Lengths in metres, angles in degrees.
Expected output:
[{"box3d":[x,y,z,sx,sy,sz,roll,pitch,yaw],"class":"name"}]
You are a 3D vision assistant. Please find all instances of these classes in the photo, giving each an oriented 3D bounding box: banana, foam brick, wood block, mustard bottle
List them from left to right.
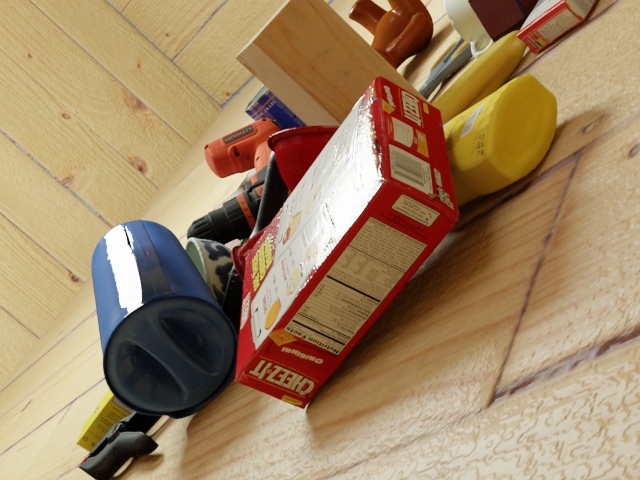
[{"box3d":[0.020,-0.167,1.157,0.090,0.206,0.091,-50,12,-12],"class":"wood block"},{"box3d":[0.108,-0.062,0.880,0.192,0.058,0.096,-28,29,57],"class":"mustard bottle"},{"box3d":[0.136,-0.137,1.068,0.198,0.037,0.069,-45,12,14],"class":"banana"},{"box3d":[0.201,-0.247,1.095,0.078,0.051,0.053,-31,-2,-43],"class":"foam brick"}]

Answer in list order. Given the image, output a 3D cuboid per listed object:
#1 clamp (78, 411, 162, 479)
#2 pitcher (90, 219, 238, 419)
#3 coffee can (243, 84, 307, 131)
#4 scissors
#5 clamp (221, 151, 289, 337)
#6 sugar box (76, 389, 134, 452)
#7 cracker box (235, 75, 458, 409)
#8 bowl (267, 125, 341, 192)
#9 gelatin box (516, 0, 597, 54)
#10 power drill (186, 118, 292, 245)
[{"box3d":[-0.203,0.207,1.162,0.172,0.039,0.120,-34,13,41],"class":"clamp"},{"box3d":[-0.178,0.060,1.126,0.149,0.144,0.243,-56,28,11],"class":"pitcher"},{"box3d":[-0.018,-0.163,1.431,0.103,0.140,0.103,-45,12,12],"class":"coffee can"},{"box3d":[0.138,-0.187,1.252,0.096,0.016,0.201,-30,20,49],"class":"scissors"},{"box3d":[-0.058,0.001,1.150,0.210,0.036,0.164,-64,-19,-11],"class":"clamp"},{"box3d":[-0.217,0.170,1.262,0.176,0.048,0.093,-56,8,-2],"class":"sugar box"},{"box3d":[0.017,0.001,0.834,0.214,0.072,0.164,-54,19,29],"class":"cracker box"},{"box3d":[0.026,-0.062,1.025,0.162,0.162,0.055,163,115,-67],"class":"bowl"},{"box3d":[0.237,-0.229,1.026,0.089,0.030,0.073,-55,13,-31],"class":"gelatin box"},{"box3d":[-0.090,-0.070,1.321,0.184,0.057,0.188,-23,36,-3],"class":"power drill"}]
